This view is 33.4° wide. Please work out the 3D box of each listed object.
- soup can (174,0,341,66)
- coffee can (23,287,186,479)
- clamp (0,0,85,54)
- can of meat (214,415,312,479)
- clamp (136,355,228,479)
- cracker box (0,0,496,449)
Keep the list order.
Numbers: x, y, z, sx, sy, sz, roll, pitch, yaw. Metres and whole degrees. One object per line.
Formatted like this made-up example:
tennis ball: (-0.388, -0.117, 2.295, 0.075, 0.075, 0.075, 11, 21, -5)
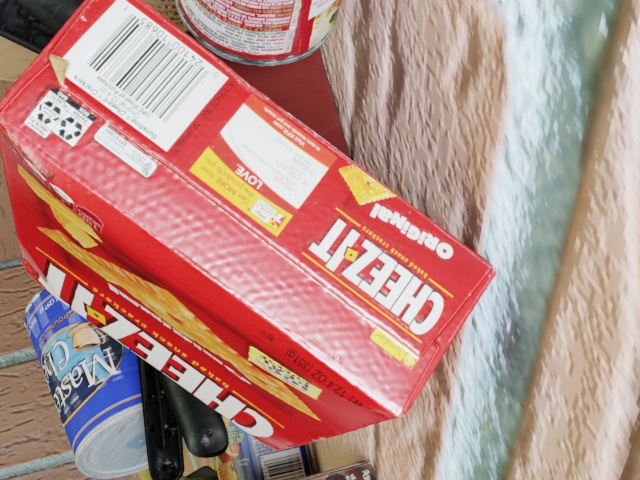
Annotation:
soup can: (-0.017, -0.119, 0.387, 0.102, 0.068, 0.068, 113, 141, -64)
coffee can: (-0.168, 0.104, 0.858, 0.140, 0.102, 0.103, 60, 158, 30)
clamp: (-0.103, -0.090, 0.557, 0.171, 0.039, 0.120, 35, 174, -34)
can of meat: (-0.038, 0.151, 0.707, 0.102, 0.057, 0.084, 144, 115, -73)
clamp: (-0.111, 0.062, 0.717, 0.165, 0.036, 0.210, 124, 133, -60)
cracker box: (-0.045, 0.011, 0.439, 0.164, 0.072, 0.214, 37, 161, -2)
